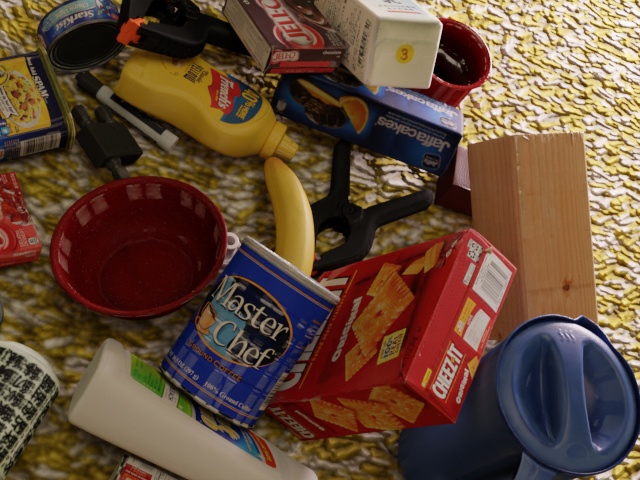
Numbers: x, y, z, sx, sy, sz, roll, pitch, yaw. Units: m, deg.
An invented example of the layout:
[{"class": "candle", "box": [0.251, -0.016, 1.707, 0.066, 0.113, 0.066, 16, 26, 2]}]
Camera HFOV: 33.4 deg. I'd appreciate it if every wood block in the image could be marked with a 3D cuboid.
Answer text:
[{"class": "wood block", "box": [0.218, -0.003, 1.097, 0.090, 0.090, 0.206, -4, 90, -23]}]

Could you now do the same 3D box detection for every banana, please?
[{"class": "banana", "box": [-0.039, 0.007, 1.045, 0.069, 0.037, 0.197, 8, 68, 7]}]

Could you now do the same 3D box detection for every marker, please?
[{"class": "marker", "box": [-0.198, -0.132, 1.083, 0.121, 0.020, 0.020, 37, 59, -2]}]

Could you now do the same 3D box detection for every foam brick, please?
[{"class": "foam brick", "box": [0.171, -0.060, 1.170, 0.078, 0.051, 0.053, 19, 62, -11]}]

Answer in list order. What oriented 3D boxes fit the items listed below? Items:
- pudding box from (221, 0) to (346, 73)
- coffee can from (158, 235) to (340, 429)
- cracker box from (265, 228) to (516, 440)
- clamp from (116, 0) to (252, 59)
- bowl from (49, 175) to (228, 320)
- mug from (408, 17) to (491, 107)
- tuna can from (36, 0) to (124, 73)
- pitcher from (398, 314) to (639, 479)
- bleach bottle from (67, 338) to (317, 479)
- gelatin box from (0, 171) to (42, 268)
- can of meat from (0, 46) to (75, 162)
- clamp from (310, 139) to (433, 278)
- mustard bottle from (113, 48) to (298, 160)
[{"class": "pudding box", "box": [-0.039, -0.218, 1.099, 0.089, 0.039, 0.114, -6, 46, -33]}, {"class": "coffee can", "box": [-0.063, 0.081, 0.953, 0.103, 0.103, 0.140, 34, 89, -3]}, {"class": "cracker box", "box": [0.054, 0.088, 0.957, 0.072, 0.214, 0.164, 42, 57, -22]}, {"class": "clamp", "box": [-0.135, -0.225, 1.099, 0.164, 0.036, 0.209, 40, 30, -2]}, {"class": "bowl", "box": [-0.165, 0.017, 0.987, 0.162, 0.055, 0.162, 0, 52, 0]}, {"class": "mug", "box": [0.122, -0.186, 1.192, 0.117, 0.082, 0.093, -10, 70, -25]}, {"class": "tuna can", "box": [-0.237, -0.205, 1.064, 0.086, 0.086, 0.034, -17, 72, -27]}, {"class": "pitcher", "box": [0.157, 0.174, 0.943, 0.149, 0.243, 0.145, -10, 70, -25]}, {"class": "bleach bottle", "box": [-0.096, 0.181, 0.941, 0.250, 0.102, 0.068, 31, 96, -12]}, {"class": "gelatin box", "box": [-0.303, -0.016, 0.973, 0.073, 0.030, 0.089, -11, 63, -30]}, {"class": "can of meat", "box": [-0.293, -0.128, 1.024, 0.083, 0.058, 0.102, -17, 74, -25]}, {"class": "clamp", "box": [0.024, -0.033, 1.110, 0.120, 0.039, 0.171, 38, 59, 20]}, {"class": "mustard bottle", "box": [-0.109, -0.137, 1.093, 0.191, 0.058, 0.096, 30, 37, -7]}]
